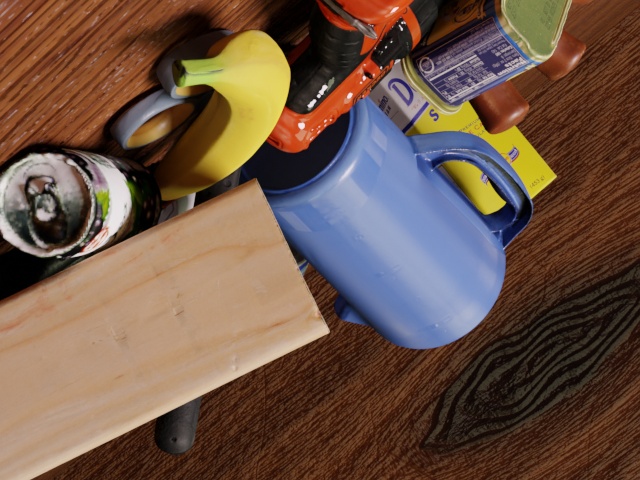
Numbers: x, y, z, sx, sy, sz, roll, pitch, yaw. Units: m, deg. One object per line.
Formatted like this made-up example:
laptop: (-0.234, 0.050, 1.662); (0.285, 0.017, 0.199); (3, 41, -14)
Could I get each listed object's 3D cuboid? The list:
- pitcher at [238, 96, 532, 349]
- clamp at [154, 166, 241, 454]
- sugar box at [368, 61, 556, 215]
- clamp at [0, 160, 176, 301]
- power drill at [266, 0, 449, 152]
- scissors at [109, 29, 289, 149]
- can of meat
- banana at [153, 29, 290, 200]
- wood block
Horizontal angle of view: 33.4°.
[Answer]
pitcher: (0.047, -0.026, 0.800); (0.242, 0.145, 0.149); (42, 70, -51)
clamp: (-0.078, 0.015, 0.704); (0.164, 0.036, 0.210); (-119, -141, -78)
sugar box: (0.117, -0.096, 0.937); (0.093, 0.176, 0.048); (-37, 178, -33)
clamp: (-0.159, 0.006, 0.641); (0.171, 0.039, 0.120); (-38, -175, -8)
power drill: (0.039, -0.140, 0.581); (0.184, 0.057, 0.188); (-48, 176, -14)
scissors: (-0.059, -0.089, 0.627); (0.096, 0.016, 0.201); (-38, 176, 14)
can of meat: (0.108, -0.141, 0.679); (0.084, 0.057, 0.102); (-24, -147, 47)
banana: (-0.054, -0.067, 0.565); (0.069, 0.037, 0.198); (-14, 168, -14)
wood block: (-0.107, 0.055, 0.574); (0.206, 0.090, 0.091); (-26, 176, -3)
